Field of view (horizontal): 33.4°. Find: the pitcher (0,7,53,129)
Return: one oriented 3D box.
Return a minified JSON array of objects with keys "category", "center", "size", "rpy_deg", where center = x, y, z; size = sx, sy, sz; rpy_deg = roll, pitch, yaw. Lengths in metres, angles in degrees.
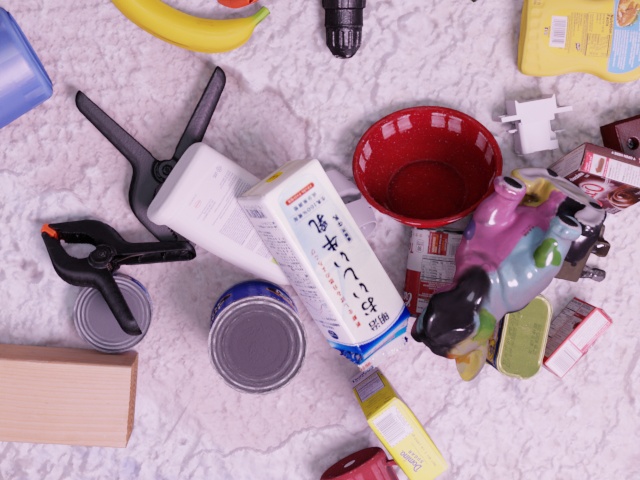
[{"category":"pitcher","center":[-0.413,-0.149,1.112],"size":[0.242,0.145,0.149],"rpy_deg":[-30,109,-5]}]

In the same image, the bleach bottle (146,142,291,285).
[{"category":"bleach bottle","center":[-0.058,0.001,1.162],"size":[0.250,0.068,0.102],"rpy_deg":[35,81,-19]}]

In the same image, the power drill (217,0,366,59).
[{"category":"power drill","center":[-0.023,-0.281,1.115],"size":[0.187,0.057,0.184],"rpy_deg":[-12,106,-44]}]

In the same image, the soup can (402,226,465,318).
[{"category":"soup can","center":[0.129,0.036,1.193],"size":[0.068,0.068,0.102],"rpy_deg":[6,94,-5]}]

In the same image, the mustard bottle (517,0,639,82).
[{"category":"mustard bottle","center":[0.319,-0.224,1.179],"size":[0.191,0.058,0.096],"rpy_deg":[5,95,2]}]

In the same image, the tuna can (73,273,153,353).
[{"category":"tuna can","center":[-0.229,0.080,1.185],"size":[0.086,0.034,0.086],"rpy_deg":[0,95,-5]}]

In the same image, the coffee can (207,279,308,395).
[{"category":"coffee can","center":[-0.069,0.101,1.146],"size":[0.102,0.140,0.103],"rpy_deg":[0,95,-5]}]

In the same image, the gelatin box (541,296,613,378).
[{"category":"gelatin box","center":[0.282,0.109,1.209],"size":[0.030,0.073,0.089],"rpy_deg":[43,90,-8]}]

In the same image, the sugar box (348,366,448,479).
[{"category":"sugar box","center":[0.079,0.195,1.148],"size":[0.048,0.176,0.093],"rpy_deg":[-36,96,-3]}]

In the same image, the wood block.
[{"category":"wood block","center":[-0.307,0.166,1.159],"size":[0.206,0.090,0.091],"rpy_deg":[4,95,-4]}]

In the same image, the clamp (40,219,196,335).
[{"category":"clamp","center":[-0.232,0.033,1.145],"size":[0.171,0.039,0.120],"rpy_deg":[15,54,15]}]

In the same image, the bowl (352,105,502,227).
[{"category":"bowl","center":[0.116,-0.070,1.166],"size":[0.162,0.055,0.162],"rpy_deg":[-3,57,4]}]

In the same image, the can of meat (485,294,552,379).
[{"category":"can of meat","center":[0.217,0.100,1.197],"size":[0.057,0.084,0.102],"rpy_deg":[9,94,-6]}]

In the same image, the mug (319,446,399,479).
[{"category":"mug","center":[0.061,0.281,1.194],"size":[0.117,0.093,0.081],"rpy_deg":[-26,92,27]}]

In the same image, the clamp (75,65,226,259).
[{"category":"clamp","center":[-0.160,-0.086,1.174],"size":[0.164,0.036,0.210],"rpy_deg":[-18,99,-4]}]

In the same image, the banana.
[{"category":"banana","center":[-0.158,-0.247,1.163],"size":[0.197,0.037,0.069],"rpy_deg":[16,76,-7]}]

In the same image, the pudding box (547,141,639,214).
[{"category":"pudding box","center":[0.307,-0.067,1.175],"size":[0.090,0.113,0.039],"rpy_deg":[15,75,-6]}]
